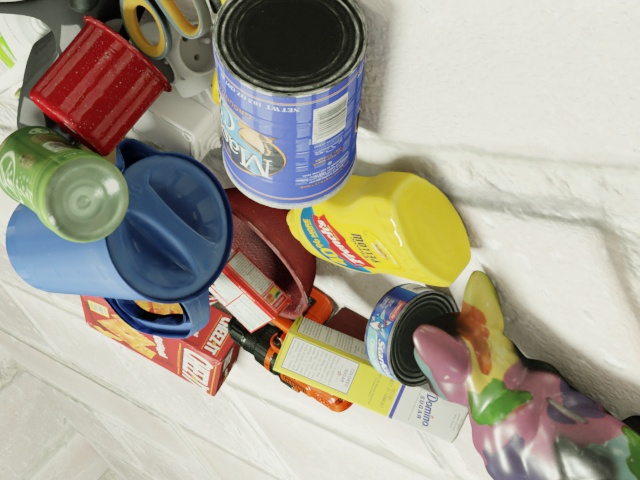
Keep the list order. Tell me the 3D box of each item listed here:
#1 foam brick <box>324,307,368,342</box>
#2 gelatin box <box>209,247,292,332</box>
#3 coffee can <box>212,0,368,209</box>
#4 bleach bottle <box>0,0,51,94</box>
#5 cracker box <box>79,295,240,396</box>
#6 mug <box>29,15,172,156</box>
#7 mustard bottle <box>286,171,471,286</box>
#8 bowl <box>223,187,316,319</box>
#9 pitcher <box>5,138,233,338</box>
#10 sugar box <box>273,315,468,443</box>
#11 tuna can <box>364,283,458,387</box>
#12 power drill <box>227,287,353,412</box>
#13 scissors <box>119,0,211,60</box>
[{"bbox_3d":[0.039,0.114,1.084,0.078,0.051,0.053,27,151,35],"label":"foam brick"},{"bbox_3d":[-0.073,0.049,1.046,0.073,0.030,0.089,45,158,-4],"label":"gelatin box"},{"bbox_3d":[-0.022,-0.101,0.755,0.103,0.102,0.140,37,156,17],"label":"coffee can"},{"bbox_3d":[-0.324,-0.210,1.126,0.251,0.068,0.102,2,134,55],"label":"bleach bottle"},{"bbox_3d":[-0.214,0.114,1.429,0.214,0.072,0.164,29,156,5],"label":"cracker box"},{"bbox_3d":[-0.189,-0.126,0.889,0.093,0.081,0.117,43,172,-30],"label":"mug"},{"bbox_3d":[0.031,-0.013,0.874,0.096,0.058,0.192,51,157,-27],"label":"mustard bottle"},{"bbox_3d":[-0.057,0.001,1.047,0.162,0.055,0.162,36,156,19],"label":"bowl"},{"bbox_3d":[-0.199,0.004,1.015,0.144,0.149,0.243,24,162,-36],"label":"pitcher"},{"bbox_3d":[0.048,0.127,0.987,0.176,0.048,0.093,25,-173,2],"label":"sugar box"},{"bbox_3d":[0.079,0.080,0.919,0.034,0.086,0.086,20,147,47],"label":"tuna can"},{"bbox_3d":[-0.042,0.100,1.192,0.185,0.057,0.187,29,156,24],"label":"power drill"},{"bbox_3d":[-0.162,-0.224,0.836,0.202,0.016,0.096,47,136,8],"label":"scissors"}]
